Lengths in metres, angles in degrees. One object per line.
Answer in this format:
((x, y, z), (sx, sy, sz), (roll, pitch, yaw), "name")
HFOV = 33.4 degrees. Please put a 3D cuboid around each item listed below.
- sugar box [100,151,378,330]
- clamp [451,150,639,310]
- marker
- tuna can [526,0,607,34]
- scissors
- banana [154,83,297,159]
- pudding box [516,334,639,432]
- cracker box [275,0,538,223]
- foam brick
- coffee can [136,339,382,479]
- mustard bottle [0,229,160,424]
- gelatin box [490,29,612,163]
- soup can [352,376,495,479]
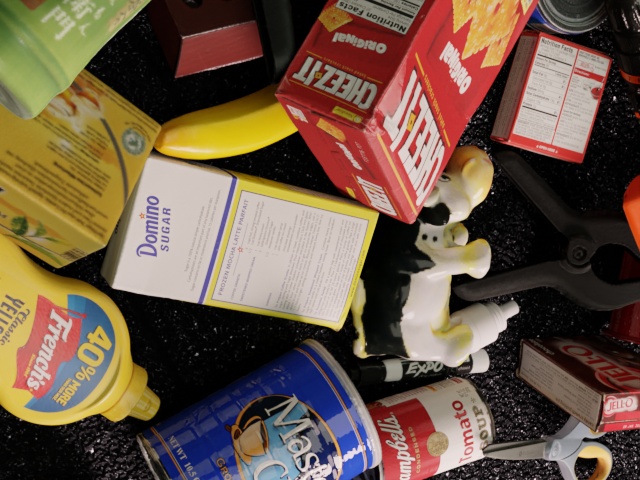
((-0.055, 0.001, 0.741), (0.176, 0.048, 0.093), (14, 98, -24), "sugar box")
((0.189, 0.016, 0.833), (0.171, 0.039, 0.120), (26, 101, 3), "clamp")
((0.077, 0.100, 0.839), (0.120, 0.020, 0.020), (-3, 103, -24), "marker")
((0.187, -0.200, 0.811), (0.086, 0.034, 0.086), (-6, 104, -24), "tuna can")
((0.197, 0.154, 0.877), (0.201, 0.016, 0.096), (32, 76, -46), "scissors")
((-0.025, -0.103, 0.727), (0.197, 0.037, 0.069), (-37, 137, -13), "banana")
((0.226, 0.113, 0.858), (0.089, 0.114, 0.039), (1, 105, -25), "pudding box")
((0.072, -0.137, 0.695), (0.213, 0.072, 0.164), (-61, 157, -9), "cracker box")
((-0.065, -0.147, 0.687), (0.078, 0.051, 0.053), (-19, 74, -21), "foam brick")
((-0.043, 0.146, 0.748), (0.140, 0.103, 0.103), (-28, 112, -16), "coffee can")
((-0.183, 0.064, 0.689), (0.191, 0.058, 0.096), (38, 80, -27), "mustard bottle")
((0.180, -0.112, 0.831), (0.073, 0.030, 0.089), (12, 96, -25), "gelatin box")
((0.074, 0.150, 0.822), (0.102, 0.069, 0.068), (-14, 107, -22), "soup can")
